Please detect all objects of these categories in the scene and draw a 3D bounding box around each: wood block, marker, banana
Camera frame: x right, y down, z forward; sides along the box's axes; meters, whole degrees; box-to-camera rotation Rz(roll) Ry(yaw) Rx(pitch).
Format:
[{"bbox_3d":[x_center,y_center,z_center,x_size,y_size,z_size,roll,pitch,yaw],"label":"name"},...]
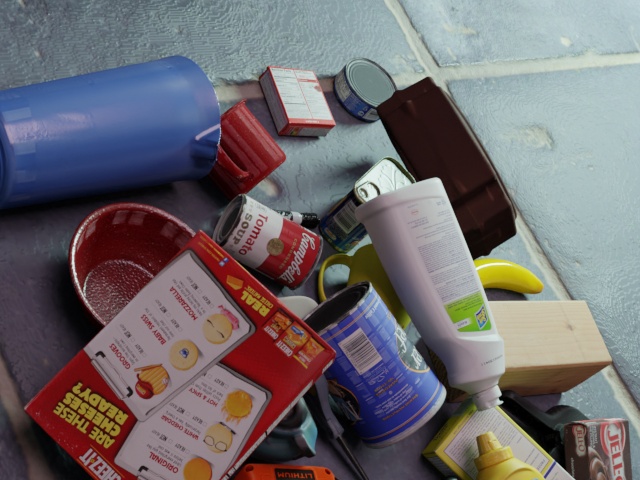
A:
[{"bbox_3d":[0.238,0.130,1.277,0.205,0.090,0.091,2,57,-37],"label":"wood block"},{"bbox_3d":[-0.051,-0.026,1.215,0.120,0.020,0.020,4,57,-37],"label":"marker"},{"bbox_3d":[0.211,0.056,1.354,0.197,0.037,0.069,-15,84,-43],"label":"banana"}]

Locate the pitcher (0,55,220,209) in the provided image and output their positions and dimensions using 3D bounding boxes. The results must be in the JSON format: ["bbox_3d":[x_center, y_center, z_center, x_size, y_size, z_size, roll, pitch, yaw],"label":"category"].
[{"bbox_3d":[-0.234,-0.109,1.064,0.242,0.149,0.145,-16,86,-41],"label":"pitcher"}]

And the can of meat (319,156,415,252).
[{"bbox_3d":[0.054,-0.041,1.262,0.057,0.084,0.101,47,42,-1],"label":"can of meat"}]

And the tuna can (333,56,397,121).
[{"bbox_3d":[0.060,-0.201,1.423,0.086,0.034,0.086,21,49,-26],"label":"tuna can"}]

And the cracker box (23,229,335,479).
[{"bbox_3d":[-0.116,0.124,0.920,0.164,0.072,0.213,41,78,10],"label":"cracker box"}]

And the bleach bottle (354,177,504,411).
[{"bbox_3d":[0.129,0.064,1.144,0.102,0.068,0.251,-18,84,-32],"label":"bleach bottle"}]

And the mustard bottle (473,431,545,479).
[{"bbox_3d":[0.204,0.289,1.096,0.096,0.058,0.192,-12,74,-34],"label":"mustard bottle"}]

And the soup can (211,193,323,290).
[{"bbox_3d":[-0.058,0.001,1.152,0.102,0.069,0.068,29,45,-19],"label":"soup can"}]

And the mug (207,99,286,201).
[{"bbox_3d":[-0.093,-0.094,1.173,0.081,0.093,0.117,50,10,-4],"label":"mug"}]

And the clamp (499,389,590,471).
[{"bbox_3d":[0.271,0.226,1.264,0.171,0.039,0.120,-6,83,-44],"label":"clamp"}]

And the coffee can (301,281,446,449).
[{"bbox_3d":[0.049,0.128,1.098,0.140,0.103,0.102,55,42,-10],"label":"coffee can"}]

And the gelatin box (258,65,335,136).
[{"bbox_3d":[-0.030,-0.173,1.334,0.073,0.030,0.089,-2,61,-38],"label":"gelatin box"}]

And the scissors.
[{"bbox_3d":[0.013,0.178,1.069,0.016,0.096,0.202,-35,81,-22],"label":"scissors"}]

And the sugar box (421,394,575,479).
[{"bbox_3d":[0.206,0.259,1.167,0.176,0.048,0.093,46,69,-4],"label":"sugar box"}]

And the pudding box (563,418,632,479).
[{"bbox_3d":[0.327,0.267,1.251,0.089,0.039,0.113,3,84,-42],"label":"pudding box"}]

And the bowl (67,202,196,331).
[{"bbox_3d":[-0.177,0.045,1.035,0.161,0.055,0.162,21,49,-26],"label":"bowl"}]
